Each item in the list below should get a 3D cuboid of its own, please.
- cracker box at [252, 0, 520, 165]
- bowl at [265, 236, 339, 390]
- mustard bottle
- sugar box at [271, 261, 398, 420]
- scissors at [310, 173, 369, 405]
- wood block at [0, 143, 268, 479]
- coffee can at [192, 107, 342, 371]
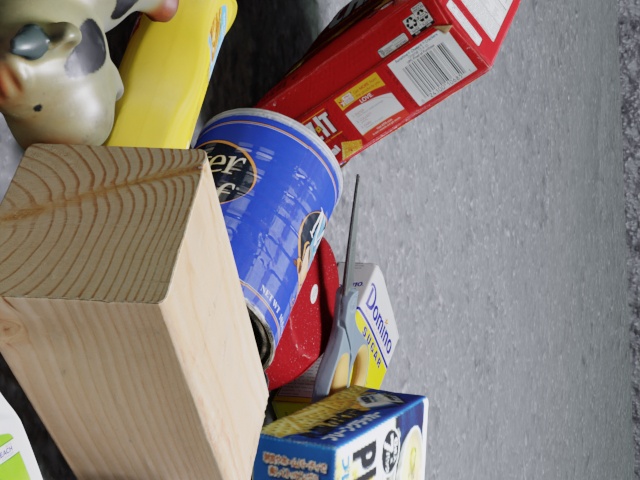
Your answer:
[{"bbox_3d":[0.054,-0.144,0.759,0.072,0.164,0.213,50,33,-14],"label":"cracker box"},{"bbox_3d":[-0.028,0.041,0.785,0.161,0.055,0.162,1,90,-66],"label":"bowl"},{"bbox_3d":[-0.088,-0.100,0.617,0.096,0.058,0.191,119,-14,-62],"label":"mustard bottle"},{"bbox_3d":[0.018,0.107,0.903,0.176,0.048,0.093,-61,143,-45],"label":"sugar box"},{"bbox_3d":[0.025,0.051,0.799,0.096,0.016,0.202,-5,108,-68],"label":"scissors"},{"bbox_3d":[-0.090,0.055,0.543,0.206,0.091,0.090,81,16,-50],"label":"wood block"},{"bbox_3d":[-0.054,0.001,0.665,0.103,0.103,0.140,68,33,-41],"label":"coffee can"}]
